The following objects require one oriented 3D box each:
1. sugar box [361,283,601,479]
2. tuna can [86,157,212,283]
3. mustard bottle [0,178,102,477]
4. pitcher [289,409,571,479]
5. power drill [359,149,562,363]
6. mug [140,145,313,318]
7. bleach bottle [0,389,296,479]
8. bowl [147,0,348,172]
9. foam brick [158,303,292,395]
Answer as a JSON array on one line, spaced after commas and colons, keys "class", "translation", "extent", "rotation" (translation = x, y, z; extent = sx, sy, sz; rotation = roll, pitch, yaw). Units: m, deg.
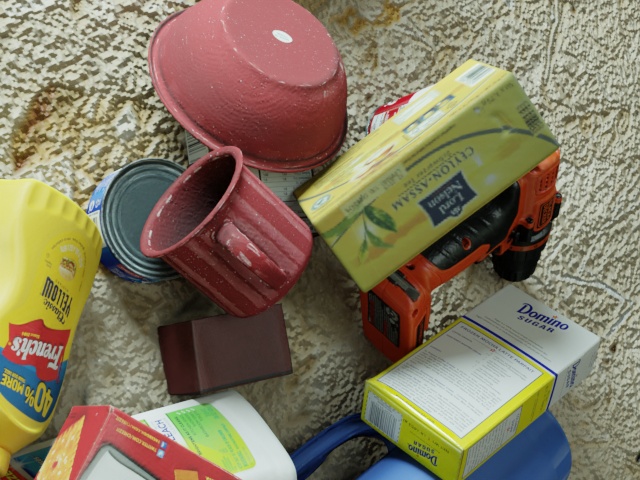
[{"class": "sugar box", "translation": [0.123, 0.104, 0.804], "extent": [0.175, 0.093, 0.048], "rotation": [-26, 136, -39]}, {"class": "tuna can", "translation": [-0.120, -0.013, 0.749], "extent": [0.086, 0.034, 0.086], "rotation": [6, 79, -33]}, {"class": "mustard bottle", "translation": [-0.189, 0.065, 0.647], "extent": [0.096, 0.058, 0.191], "rotation": [60, 36, -57]}, {"class": "pitcher", "translation": [0.075, 0.202, 0.797], "extent": [0.242, 0.145, 0.149], "rotation": [-35, 122, -37]}, {"class": "power drill", "translation": [0.115, 0.017, 0.855], "extent": [0.187, 0.184, 0.057], "rotation": [-40, 60, -20]}, {"class": "mug", "translation": [-0.055, 0.001, 0.702], "extent": [0.081, 0.117, 0.093], "rotation": [43, 85, -27]}, {"class": "bleach bottle", "translation": [-0.145, 0.166, 0.667], "extent": [0.250, 0.103, 0.068], "rotation": [-11, 130, -34]}, {"class": "bowl", "translation": [-0.040, -0.128, 0.770], "extent": [0.162, 0.055, 0.162], "rotation": [17, 48, -20]}, {"class": "foam brick", "translation": [-0.068, 0.078, 0.758], "extent": [0.078, 0.053, 0.051], "rotation": [-9, 87, -36]}]
